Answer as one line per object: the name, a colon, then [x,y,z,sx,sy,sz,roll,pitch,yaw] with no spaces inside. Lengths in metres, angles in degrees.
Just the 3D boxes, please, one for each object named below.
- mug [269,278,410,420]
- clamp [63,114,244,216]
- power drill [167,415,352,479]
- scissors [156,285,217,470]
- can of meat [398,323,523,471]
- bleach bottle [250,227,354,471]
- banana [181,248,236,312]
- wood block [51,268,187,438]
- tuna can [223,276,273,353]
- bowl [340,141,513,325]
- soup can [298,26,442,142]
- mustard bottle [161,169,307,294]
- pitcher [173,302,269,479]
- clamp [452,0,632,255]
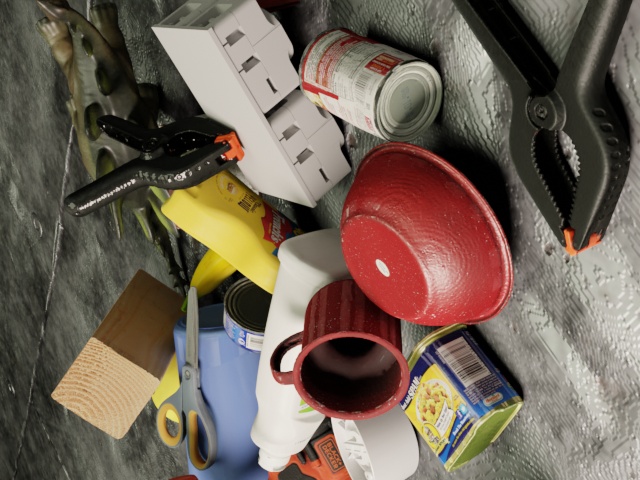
mug: [0.015,0.089,0.875,0.081,0.117,0.093,-85,-25,-56]
clamp: [-0.156,-0.070,0.980,0.172,0.120,0.039,1,148,28]
power drill: [-0.061,0.231,1.090,0.184,0.187,0.057,59,171,7]
scissors: [-0.149,0.145,1.134,0.096,0.016,0.202,-1,101,42]
can of meat: [0.111,0.130,0.881,0.084,0.057,0.102,53,146,25]
bleach bottle: [-0.020,0.114,0.990,0.068,0.102,0.251,34,121,30]
banana: [-0.096,0.023,1.163,0.198,0.037,0.069,-37,41,54]
wood block: [-0.218,0.124,1.221,0.090,0.206,0.091,34,108,-7]
tuna can: [-0.057,0.076,1.099,0.086,0.086,0.034,47,144,36]
bowl: [0.067,0.008,0.816,0.162,0.055,0.162,35,144,31]
soup can: [0.039,-0.123,0.842,0.102,0.068,0.068,34,134,46]
mustard bottle: [-0.056,0.001,1.025,0.191,0.096,0.058,38,115,-5]
pitcher: [-0.084,0.197,1.189,0.145,0.149,0.243,-148,48,-69]
clamp: [0.160,-0.093,0.688,0.165,0.036,0.210,-2,107,60]
